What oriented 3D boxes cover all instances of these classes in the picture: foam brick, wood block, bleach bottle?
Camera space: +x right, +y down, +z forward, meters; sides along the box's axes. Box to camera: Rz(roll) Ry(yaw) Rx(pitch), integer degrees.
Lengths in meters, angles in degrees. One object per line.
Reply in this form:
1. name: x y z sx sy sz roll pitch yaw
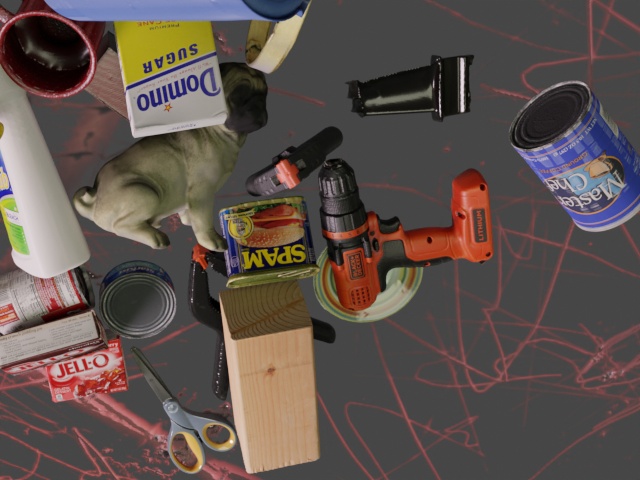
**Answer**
1. foam brick: -0.197 -0.161 1.071 0.078 0.053 0.051 36 105 -27
2. wood block: -0.056 0.156 1.215 0.090 0.090 0.206 -10 127 -10
3. bleach bottle: -0.307 -0.091 1.070 0.068 0.103 0.251 -26 115 -27

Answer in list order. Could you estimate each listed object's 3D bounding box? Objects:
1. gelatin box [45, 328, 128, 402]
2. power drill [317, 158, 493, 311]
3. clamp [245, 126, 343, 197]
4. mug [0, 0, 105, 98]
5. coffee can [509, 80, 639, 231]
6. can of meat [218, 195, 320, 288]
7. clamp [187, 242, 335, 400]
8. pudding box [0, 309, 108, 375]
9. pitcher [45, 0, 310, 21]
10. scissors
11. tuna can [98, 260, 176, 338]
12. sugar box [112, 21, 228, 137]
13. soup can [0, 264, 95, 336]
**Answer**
1. gelatin box: -0.271 0.144 1.232 0.089 0.030 0.073 -8 119 -8
2. power drill: 0.093 -0.022 1.187 0.187 0.057 0.184 -14 120 -6
3. clamp: -0.038 -0.071 1.100 0.120 0.171 0.039 -37 93 15
4. mug: -0.260 -0.202 1.009 0.117 0.081 0.093 32 125 -22
5. coffee can: 0.290 -0.092 1.184 0.103 0.103 0.140 -40 118 10
6. can of meat: -0.058 0.001 1.166 0.102 0.057 0.084 -8 79 -10
7. clamp: -0.082 0.082 1.235 0.164 0.036 0.210 -23 124 -1
8. pudding box: -0.291 0.112 1.155 0.113 0.090 0.039 -18 81 -9
9. pitcher: -0.131 -0.249 0.875 0.144 0.243 0.149 -21 110 -51
10. scissors: -0.160 0.200 1.295 0.096 0.016 0.202 -14 120 -7
11. tuna can: -0.206 0.066 1.202 0.086 0.034 0.086 -5 119 -9
12. sugar box: -0.149 -0.193 1.019 0.093 0.048 0.176 -11 87 -11
13. soup can: -0.305 0.058 1.157 0.102 0.068 0.068 -19 120 -1
